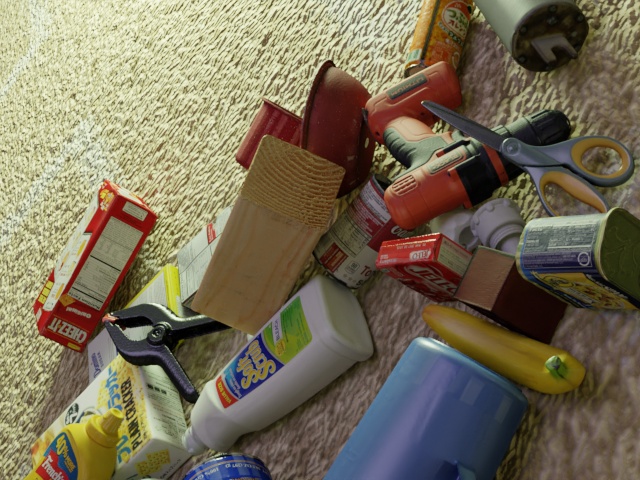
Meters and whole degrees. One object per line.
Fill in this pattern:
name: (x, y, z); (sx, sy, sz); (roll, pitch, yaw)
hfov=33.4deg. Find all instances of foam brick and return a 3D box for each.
foam brick: (0.162, 0.046, 0.898); (0.053, 0.078, 0.051); (18, 81, 56)

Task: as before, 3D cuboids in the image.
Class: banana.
banana: (0.158, 0.090, 0.881); (0.037, 0.069, 0.198); (-50, 24, -12)

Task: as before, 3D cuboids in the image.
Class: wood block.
wood block: (-0.058, 0.001, 1.099); (0.206, 0.090, 0.090); (120, 172, -50)

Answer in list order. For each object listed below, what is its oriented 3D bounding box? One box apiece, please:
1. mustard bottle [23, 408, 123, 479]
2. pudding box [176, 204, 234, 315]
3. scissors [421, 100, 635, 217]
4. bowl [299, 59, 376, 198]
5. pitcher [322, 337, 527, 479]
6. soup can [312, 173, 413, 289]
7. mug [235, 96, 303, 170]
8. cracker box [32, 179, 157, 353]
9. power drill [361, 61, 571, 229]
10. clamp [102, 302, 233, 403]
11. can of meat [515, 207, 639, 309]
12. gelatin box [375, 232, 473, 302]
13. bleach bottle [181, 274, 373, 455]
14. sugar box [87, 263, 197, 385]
mustard bottle: (-0.279, 0.262, 1.187); (0.192, 0.058, 0.096); (-52, 41, 12)
pudding box: (-0.126, 0.023, 1.298); (0.114, 0.039, 0.090); (-42, 40, 27)
scissors: (0.188, -0.088, 0.935); (0.096, 0.016, 0.202); (-42, 67, 1)
bowl: (0.025, -0.110, 1.145); (0.055, 0.162, 0.162); (9, 68, 14)
pitcher: (0.070, 0.207, 0.856); (0.149, 0.145, 0.243); (28, 85, 23)
soup can: (0.047, -0.008, 1.083); (0.102, 0.068, 0.068); (-48, 37, 17)
mug: (-0.048, -0.113, 1.265); (0.081, 0.093, 0.117); (-61, 4, 7)
cracker box: (-0.310, 0.031, 1.463); (0.214, 0.072, 0.164); (-61, 20, 0)
power drill: (0.129, -0.104, 1.034); (0.184, 0.057, 0.188); (-27, 34, 3)
clamp: (-0.172, 0.108, 1.238); (0.172, 0.039, 0.120); (24, 60, 27)
can of meat: (0.216, 0.018, 0.832); (0.084, 0.102, 0.057); (-4, 63, 52)
gelatin box: (0.106, 0.027, 0.967); (0.073, 0.089, 0.030); (-8, 60, 48)
bleach bottle: (-0.057, 0.149, 1.107); (0.251, 0.068, 0.102); (-44, 38, 25)
sugar box: (-0.226, 0.121, 1.346); (0.176, 0.048, 0.093); (-45, 38, 26)
